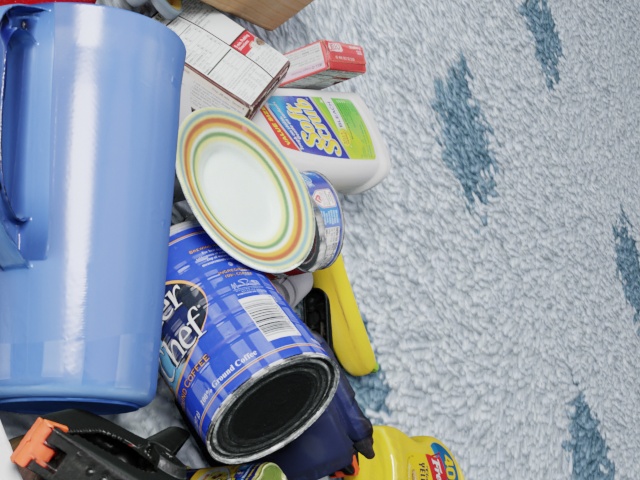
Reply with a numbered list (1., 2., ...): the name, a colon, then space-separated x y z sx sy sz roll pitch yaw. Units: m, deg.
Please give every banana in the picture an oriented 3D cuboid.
1. banana: 0.014 0.053 1.014 0.069 0.037 0.198 -101 173 -75

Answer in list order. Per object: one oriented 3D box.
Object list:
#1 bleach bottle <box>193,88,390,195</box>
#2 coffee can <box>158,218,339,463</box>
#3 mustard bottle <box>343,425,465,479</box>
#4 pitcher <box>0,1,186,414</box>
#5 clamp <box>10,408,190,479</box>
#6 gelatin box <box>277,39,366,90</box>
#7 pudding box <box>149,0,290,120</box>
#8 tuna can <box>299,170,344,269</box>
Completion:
1. bleach bottle: -0.033 -0.085 0.952 0.250 0.068 0.102 -10 76 -58
2. coffee can: -0.067 0.068 0.740 0.102 0.103 0.140 24 22 -54
3. mustard bottle: 0.094 0.240 1.050 0.191 0.058 0.096 25 59 -54
4. pitcher: -0.158 -0.019 0.662 0.149 0.145 0.243 7 74 -25
5. clamp: -0.091 0.147 0.626 0.036 0.165 0.209 -55 148 -1
6. gelatin box: -0.012 -0.159 0.991 0.073 0.089 0.030 -8 84 -59
7. pudding box: -0.090 -0.144 0.859 0.113 0.039 0.090 33 41 -1
8. tuna can: -0.018 -0.015 0.901 0.033 0.086 0.086 -9 86 -36
